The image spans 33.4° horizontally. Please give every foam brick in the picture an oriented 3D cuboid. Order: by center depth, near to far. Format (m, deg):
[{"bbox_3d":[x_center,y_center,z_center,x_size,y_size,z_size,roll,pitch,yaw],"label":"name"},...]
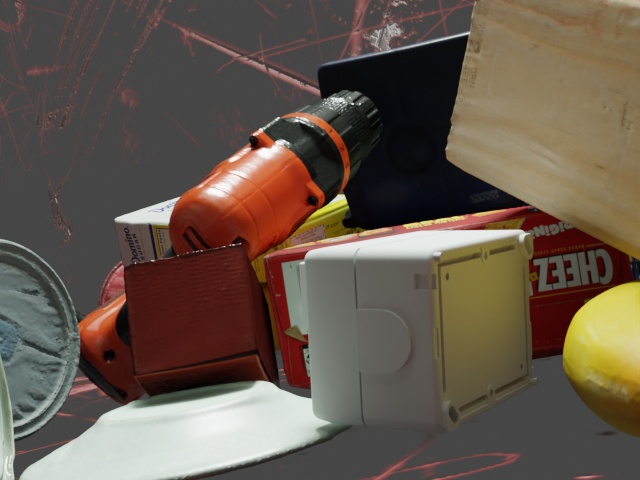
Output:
[{"bbox_3d":[-0.050,0.042,0.468,0.053,0.051,0.078,-10,-24,1],"label":"foam brick"}]

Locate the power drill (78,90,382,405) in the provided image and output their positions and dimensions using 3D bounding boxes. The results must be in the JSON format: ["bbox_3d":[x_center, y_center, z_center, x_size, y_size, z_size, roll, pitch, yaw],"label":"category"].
[{"bbox_3d":[-0.054,0.001,0.599,0.188,0.057,0.184,-47,-4,37],"label":"power drill"}]

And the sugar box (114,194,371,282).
[{"bbox_3d":[-0.057,-0.005,0.775,0.177,0.048,0.093,1,16,42],"label":"sugar box"}]

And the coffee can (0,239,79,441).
[{"bbox_3d":[-0.214,0.060,0.572,0.141,0.103,0.102,-11,-1,36],"label":"coffee can"}]

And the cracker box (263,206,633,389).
[{"bbox_3d":[0.066,0.027,0.581,0.164,0.072,0.213,-10,-2,4],"label":"cracker box"}]
